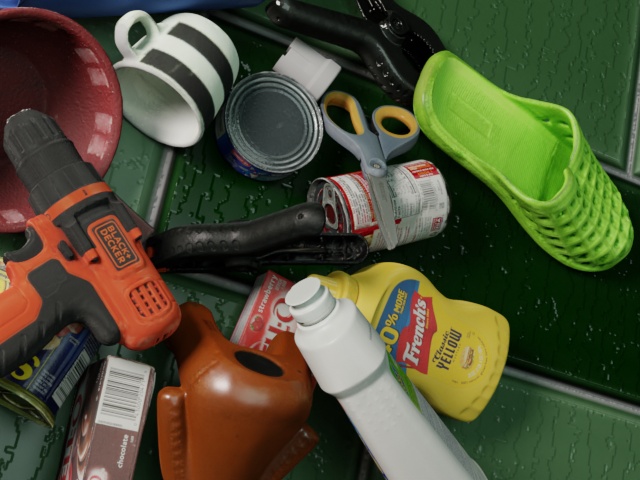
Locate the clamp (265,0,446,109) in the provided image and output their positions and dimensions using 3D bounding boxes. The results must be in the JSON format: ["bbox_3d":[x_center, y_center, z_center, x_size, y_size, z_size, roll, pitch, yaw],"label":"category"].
[{"bbox_3d":[0.054,-0.189,0.930,0.209,0.036,0.164,35,49,-23],"label":"clamp"}]

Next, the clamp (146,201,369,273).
[{"bbox_3d":[-0.055,0.001,0.791,0.171,0.120,0.039,-6,70,9],"label":"clamp"}]

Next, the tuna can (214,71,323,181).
[{"bbox_3d":[-0.043,-0.093,0.877,0.086,0.034,0.086,5,76,-23],"label":"tuna can"}]

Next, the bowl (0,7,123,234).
[{"bbox_3d":[-0.224,-0.089,0.760,0.161,0.055,0.162,-19,121,-36],"label":"bowl"}]

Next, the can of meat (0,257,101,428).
[{"bbox_3d":[-0.207,0.068,0.739,0.102,0.057,0.084,23,64,15],"label":"can of meat"}]

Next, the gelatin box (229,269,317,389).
[{"bbox_3d":[-0.031,0.079,0.846,0.073,0.030,0.089,29,68,-16],"label":"gelatin box"}]

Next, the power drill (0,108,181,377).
[{"bbox_3d":[-0.205,0.018,0.679,0.187,0.057,0.184,-30,80,-31],"label":"power drill"}]

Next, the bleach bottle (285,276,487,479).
[{"bbox_3d":[0.048,0.124,0.787,0.068,0.102,0.250,-33,116,2],"label":"bleach bottle"}]

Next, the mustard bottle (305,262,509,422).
[{"bbox_3d":[0.064,0.071,0.851,0.191,0.058,0.096,28,81,-30],"label":"mustard bottle"}]

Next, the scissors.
[{"bbox_3d":[0.059,-0.060,0.859,0.096,0.016,0.202,-3,42,-24],"label":"scissors"}]

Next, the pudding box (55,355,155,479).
[{"bbox_3d":[-0.154,0.142,0.743,0.039,0.090,0.113,19,71,-21],"label":"pudding box"}]

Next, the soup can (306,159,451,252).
[{"bbox_3d":[0.049,-0.027,0.884,0.102,0.069,0.068,-13,84,-26],"label":"soup can"}]
